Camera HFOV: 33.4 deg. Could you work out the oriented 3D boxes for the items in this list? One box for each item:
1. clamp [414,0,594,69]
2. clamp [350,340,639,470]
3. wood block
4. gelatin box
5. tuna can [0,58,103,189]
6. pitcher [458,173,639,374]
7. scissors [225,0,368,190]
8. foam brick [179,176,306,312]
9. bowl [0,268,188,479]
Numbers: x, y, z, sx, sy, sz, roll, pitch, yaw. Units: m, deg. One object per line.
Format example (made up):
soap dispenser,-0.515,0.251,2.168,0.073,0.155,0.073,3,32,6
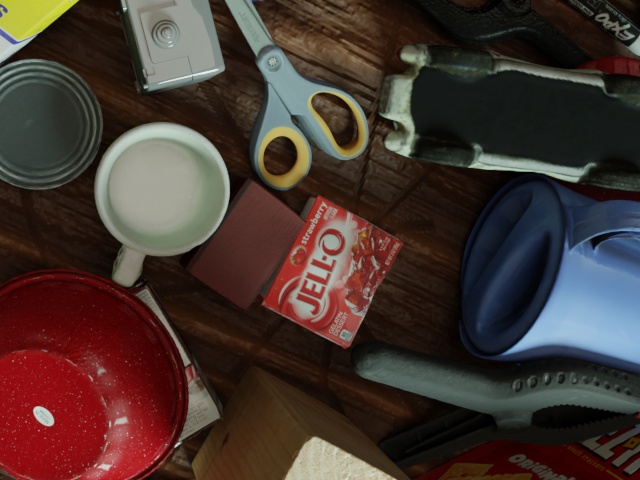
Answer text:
clamp,0.147,-0.188,0.769,0.171,0.039,0.120,12,103,-9
clamp,0.125,0.118,0.736,0.210,0.164,0.036,0,55,2
wood block,-0.014,0.157,0.687,0.090,0.206,0.091,31,87,-13
gelatin box,0.006,0.022,0.771,0.073,0.030,0.089,29,88,-13
tuna can,-0.190,-0.078,0.717,0.086,0.034,0.086,-1,95,-12
pitcher,0.234,0.045,0.763,0.242,0.149,0.145,17,103,-19
scissors,-0.043,-0.103,0.714,0.096,0.016,0.201,-45,131,8
foam brick,-0.055,0.001,0.745,0.051,0.053,0.078,35,88,-13
bowl,-0.169,0.102,0.686,0.162,0.055,0.162,3,107,10
